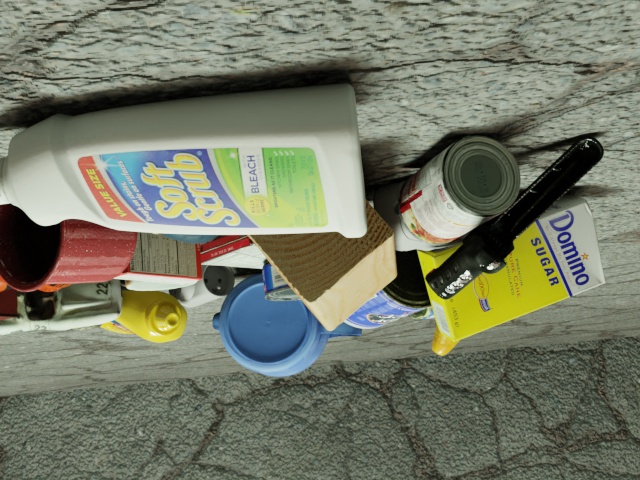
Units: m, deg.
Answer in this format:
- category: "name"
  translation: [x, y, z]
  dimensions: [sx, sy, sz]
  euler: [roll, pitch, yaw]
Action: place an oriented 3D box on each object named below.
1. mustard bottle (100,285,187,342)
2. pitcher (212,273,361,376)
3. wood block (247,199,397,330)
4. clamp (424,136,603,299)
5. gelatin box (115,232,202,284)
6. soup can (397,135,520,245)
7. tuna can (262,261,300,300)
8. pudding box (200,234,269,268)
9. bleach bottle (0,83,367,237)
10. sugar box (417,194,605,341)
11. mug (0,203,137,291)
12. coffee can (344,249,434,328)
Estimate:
- category: "mustard bottle"
  translation: [-0.210, 0.086, 1.255]
  dimensions: [0.096, 0.058, 0.192]
  euler: [24, 168, -28]
- category: "pitcher"
  translation: [-0.044, 0.098, 1.256]
  dimensions: [0.149, 0.145, 0.243]
  euler: [-41, 176, -3]
- category: "wood block"
  translation: [0.005, 0.008, 0.925]
  dimensions: [0.090, 0.091, 0.206]
  euler: [-40, 169, -3]
- category: "clamp"
  translation: [0.152, -0.004, 0.912]
  dimensions: [0.164, 0.036, 0.210]
  euler: [-42, 177, -23]
- category: "gelatin box"
  translation: [-0.145, -0.002, 0.921]
  dimensions: [0.030, 0.073, 0.089]
  euler: [-15, 165, 39]
- category: "soup can"
  translation: [0.112, -0.040, 0.873]
  dimensions: [0.068, 0.068, 0.102]
  euler: [-2, 168, -16]
- category: "tuna can"
  translation: [-0.016, 0.037, 1.077]
  dimensions: [0.086, 0.034, 0.086]
  euler: [-7, 169, -2]
- category: "pudding box"
  translation: [-0.057, 0.001, 1.074]
  dimensions: [0.113, 0.039, 0.090]
  euler: [8, 162, -44]
- category: "bleach bottle"
  translation: [-0.098, -0.043, 0.701]
  dimensions: [0.251, 0.068, 0.102]
  euler: [-5, 130, 4]
- category: "sugar box"
  translation: [0.191, 0.026, 1.056]
  dimensions: [0.176, 0.093, 0.048]
  euler: [-19, -164, -12]
- category: "mug"
  translation: [-0.206, -0.012, 0.838]
  dimensions: [0.117, 0.093, 0.081]
  euler: [24, -166, 35]
- category: "coffee can"
  translation: [0.072, 0.033, 1.132]
  dimensions: [0.102, 0.103, 0.140]
  euler: [-2, 168, -20]
